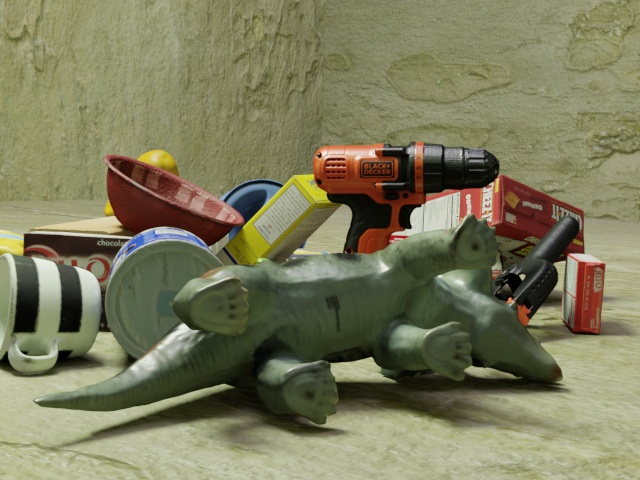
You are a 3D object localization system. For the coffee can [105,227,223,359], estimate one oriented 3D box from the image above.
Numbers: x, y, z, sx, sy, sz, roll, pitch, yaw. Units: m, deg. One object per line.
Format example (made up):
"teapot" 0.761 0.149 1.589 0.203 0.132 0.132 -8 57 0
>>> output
"coffee can" -0.130 0.044 0.908 0.102 0.103 0.140 1 5 -10

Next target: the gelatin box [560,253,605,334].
"gelatin box" 0.273 0.054 1.108 0.030 0.073 0.089 4 5 4

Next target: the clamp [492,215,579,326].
"clamp" 0.211 0.040 1.109 0.165 0.036 0.210 -38 5 9

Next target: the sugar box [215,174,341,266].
"sugar box" -0.058 0.001 1.156 0.176 0.048 0.093 -42 -12 19

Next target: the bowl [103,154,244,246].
"bowl" -0.164 -0.031 1.127 0.162 0.055 0.162 26 9 -5

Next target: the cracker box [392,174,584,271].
"cracker box" 0.197 -0.010 1.346 0.163 0.072 0.214 18 -23 -38

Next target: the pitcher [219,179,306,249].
"pitcher" -0.113 -0.018 1.598 0.149 0.145 0.243 13 -1 -12

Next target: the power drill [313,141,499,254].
"power drill" 0.084 -0.005 1.066 0.184 0.188 0.057 1 3 10

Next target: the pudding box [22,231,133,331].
"pudding box" -0.227 0.038 1.019 0.113 0.090 0.039 3 4 5
